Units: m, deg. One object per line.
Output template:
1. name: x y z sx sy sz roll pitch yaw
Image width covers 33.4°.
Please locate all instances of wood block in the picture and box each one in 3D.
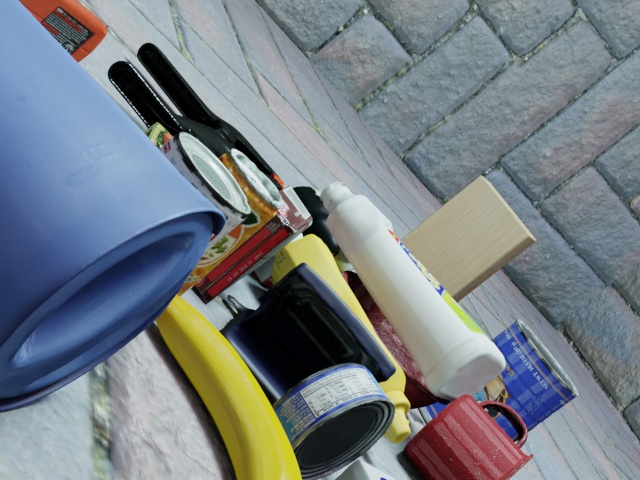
1. wood block: 0.138 0.028 1.237 0.091 0.206 0.090 53 11 13

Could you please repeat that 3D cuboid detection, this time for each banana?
1. banana: -0.052 0.106 0.639 0.069 0.037 0.198 42 13 -45

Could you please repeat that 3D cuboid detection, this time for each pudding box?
1. pudding box: -0.055 0.001 0.846 0.039 0.090 0.113 52 10 1

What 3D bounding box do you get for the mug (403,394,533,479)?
1. mug: 0.138 0.187 0.961 0.081 0.117 0.093 48 -30 15

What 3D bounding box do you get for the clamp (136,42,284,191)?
1. clamp: -0.112 -0.104 1.119 0.209 0.036 0.164 44 17 -30

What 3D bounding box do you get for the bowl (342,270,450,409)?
1. bowl: 0.055 0.107 1.029 0.162 0.055 0.162 48 11 -13

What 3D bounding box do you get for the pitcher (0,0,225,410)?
1. pitcher: -0.172 -0.049 0.478 0.243 0.145 0.149 49 -2 12

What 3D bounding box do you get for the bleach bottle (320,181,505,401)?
1. bleach bottle: 0.073 0.037 1.028 0.251 0.068 0.102 54 11 28

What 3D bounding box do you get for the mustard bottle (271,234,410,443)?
1. mustard bottle: 0.022 0.091 0.911 0.192 0.058 0.096 58 -17 33

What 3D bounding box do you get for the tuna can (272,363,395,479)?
1. tuna can: 0.004 0.119 0.695 0.034 0.086 0.086 55 11 31

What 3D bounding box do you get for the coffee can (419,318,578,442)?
1. coffee can: 0.189 0.167 1.147 0.102 0.140 0.103 48 11 -13
